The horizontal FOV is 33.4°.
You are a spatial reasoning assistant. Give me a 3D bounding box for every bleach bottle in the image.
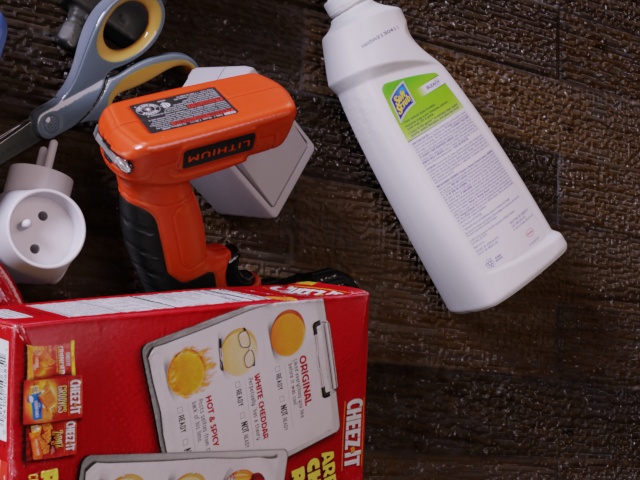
[{"bbox_3d":[0.079,-0.077,0.775,0.102,0.068,0.251,-34,98,-32],"label":"bleach bottle"}]

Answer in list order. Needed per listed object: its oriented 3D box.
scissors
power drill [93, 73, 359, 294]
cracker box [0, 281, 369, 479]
[{"bbox_3d":[-0.160,-0.091,0.635,0.201,0.016,0.096,-22,122,-33],"label":"scissors"},{"bbox_3d":[-0.054,0.001,0.626,0.184,0.057,0.188,-17,127,-26],"label":"power drill"},{"bbox_3d":[-0.076,0.109,0.553,0.213,0.072,0.164,-3,98,-41],"label":"cracker box"}]
